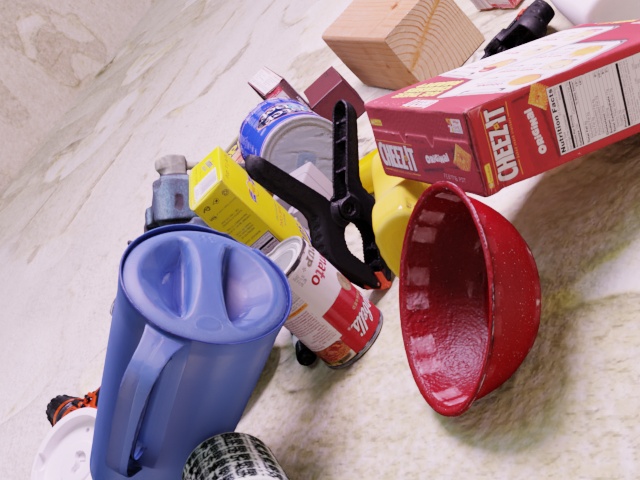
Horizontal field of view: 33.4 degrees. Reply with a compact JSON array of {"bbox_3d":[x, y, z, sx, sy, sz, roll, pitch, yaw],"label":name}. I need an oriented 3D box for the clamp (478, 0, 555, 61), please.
[{"bbox_3d":[0.180,-0.183,1.006,0.165,0.036,0.209,-45,3,46],"label":"clamp"}]

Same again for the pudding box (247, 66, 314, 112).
[{"bbox_3d":[-0.045,-0.179,1.397,0.039,0.090,0.114,-46,22,0],"label":"pudding box"}]

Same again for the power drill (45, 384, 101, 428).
[{"bbox_3d":[-0.231,0.154,1.216,0.187,0.057,0.185,-56,27,-14],"label":"power drill"}]

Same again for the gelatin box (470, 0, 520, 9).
[{"bbox_3d":[0.215,-0.298,1.212,0.073,0.030,0.089,-48,22,-7],"label":"gelatin box"}]

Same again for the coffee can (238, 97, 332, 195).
[{"bbox_3d":[-0.032,-0.105,1.232,0.103,0.102,0.140,-46,22,1],"label":"coffee can"}]

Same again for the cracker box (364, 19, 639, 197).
[{"bbox_3d":[0.166,-0.105,0.808,0.213,0.072,0.164,-23,16,-17],"label":"cracker box"}]

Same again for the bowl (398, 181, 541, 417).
[{"bbox_3d":[0.107,0.040,0.738,0.162,0.055,0.162,179,90,-74],"label":"bowl"}]

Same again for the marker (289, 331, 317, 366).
[{"bbox_3d":[-0.021,0.083,1.003,0.020,0.020,0.121,-43,22,9],"label":"marker"}]

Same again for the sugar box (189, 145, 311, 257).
[{"bbox_3d":[-0.045,-0.002,0.982,0.048,0.176,0.093,-43,23,13],"label":"sugar box"}]

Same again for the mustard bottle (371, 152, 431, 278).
[{"bbox_3d":[0.083,-0.035,0.913,0.058,0.096,0.191,-38,24,22],"label":"mustard bottle"}]

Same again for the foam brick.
[{"bbox_3d":[0.018,-0.175,1.329,0.053,0.051,0.078,-42,23,10],"label":"foam brick"}]

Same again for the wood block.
[{"bbox_3d":[0.091,-0.239,1.257,0.091,0.090,0.206,-47,22,-5],"label":"wood block"}]

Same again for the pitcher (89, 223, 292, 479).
[{"bbox_3d":[-0.122,0.121,0.862,0.145,0.149,0.243,58,140,40],"label":"pitcher"}]

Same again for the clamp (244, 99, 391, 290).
[{"bbox_3d":[0.006,-0.027,0.937,0.120,0.171,0.039,-24,6,-23],"label":"clamp"}]

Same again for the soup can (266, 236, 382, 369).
[{"bbox_3d":[-0.005,0.053,0.915,0.069,0.102,0.068,-38,23,19],"label":"soup can"}]
